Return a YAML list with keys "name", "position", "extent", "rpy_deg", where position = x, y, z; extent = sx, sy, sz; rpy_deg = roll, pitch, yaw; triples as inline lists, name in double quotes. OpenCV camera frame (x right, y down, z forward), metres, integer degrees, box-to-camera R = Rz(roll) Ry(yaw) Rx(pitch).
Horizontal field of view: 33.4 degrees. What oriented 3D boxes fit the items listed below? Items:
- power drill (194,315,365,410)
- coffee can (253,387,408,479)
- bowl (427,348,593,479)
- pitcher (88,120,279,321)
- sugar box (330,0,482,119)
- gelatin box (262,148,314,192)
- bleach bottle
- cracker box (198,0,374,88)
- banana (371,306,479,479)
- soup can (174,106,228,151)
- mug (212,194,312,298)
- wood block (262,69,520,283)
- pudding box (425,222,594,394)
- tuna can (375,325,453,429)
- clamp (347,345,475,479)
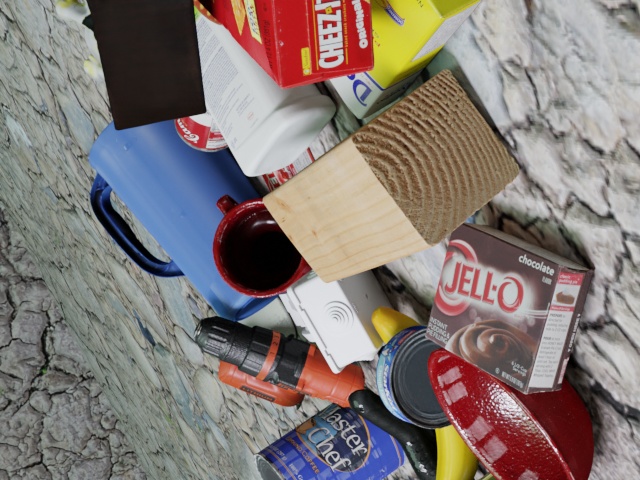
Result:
- name: "power drill"
  position: [-0.059, 0.135, 1.155]
  extent: [0.184, 0.057, 0.188]
  rpy_deg: [23, 166, -9]
- name: "coffee can"
  position: [0.012, 0.239, 1.170]
  extent: [0.103, 0.140, 0.103]
  rpy_deg: [47, 156, 29]
- name: "bowl"
  position: [0.155, 0.133, 0.816]
  extent: [0.162, 0.055, 0.162]
  rpy_deg: [47, 161, 21]
- name: "pitcher"
  position: [-0.136, -0.028, 1.152]
  extent: [0.243, 0.144, 0.149]
  rpy_deg: [52, 155, 11]
- name: "sugar box"
  position: [0.039, -0.155, 0.715]
  extent: [0.093, 0.048, 0.176]
  rpy_deg: [57, 158, 5]
- name: "gelatin box"
  position: [-0.036, -0.076, 1.009]
  extent: [0.073, 0.030, 0.089]
  rpy_deg: [7, 125, 64]
- name: "bleach bottle"
  position: [-0.088, -0.184, 0.933]
  extent: [0.251, 0.067, 0.103]
  rpy_deg: [59, 140, 13]
- name: "cracker box"
  position: [-0.039, -0.212, 0.685]
  extent: [0.214, 0.072, 0.164]
  rpy_deg: [-129, 29, -55]
- name: "banana"
  position: [0.101, 0.145, 0.945]
  extent: [0.037, 0.069, 0.198]
  rpy_deg: [-8, 100, 57]
- name: "soup can"
  position: [-0.102, -0.137, 1.024]
  extent: [0.068, 0.068, 0.102]
  rpy_deg: [55, 158, 11]
- name: "mug"
  position: [-0.057, 0.001, 1.032]
  extent: [0.117, 0.093, 0.081]
  rpy_deg: [44, -175, 11]
- name: "wood block"
  position: [0.043, -0.039, 0.787]
  extent: [0.090, 0.090, 0.206]
  rpy_deg: [53, 159, -4]
- name: "pudding box"
  position: [0.127, 0.044, 0.739]
  extent: [0.114, 0.039, 0.090]
  rpy_deg: [27, 108, 52]
- name: "tuna can"
  position: [0.091, 0.115, 0.904]
  extent: [0.086, 0.086, 0.034]
  rpy_deg: [63, 161, -9]
- name: "clamp"
  position: [0.086, 0.177, 0.989]
  extent: [0.039, 0.120, 0.171]
  rpy_deg: [-33, 92, 33]
